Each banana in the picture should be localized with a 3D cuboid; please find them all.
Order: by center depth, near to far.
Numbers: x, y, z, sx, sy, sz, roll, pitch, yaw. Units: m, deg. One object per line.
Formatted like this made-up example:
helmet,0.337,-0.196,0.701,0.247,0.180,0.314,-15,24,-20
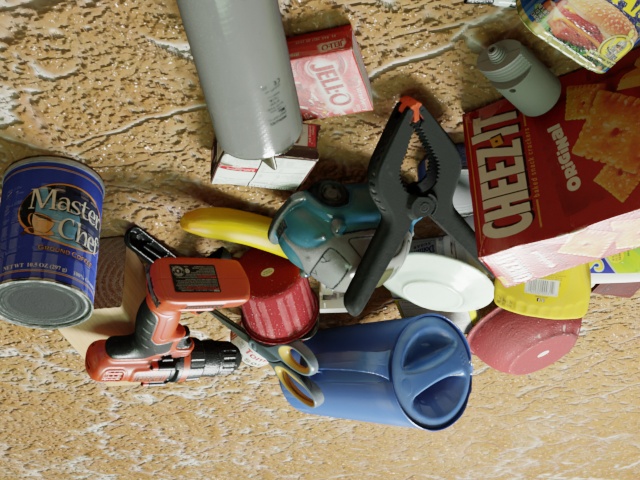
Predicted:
banana,-0.059,-0.003,1.133,0.197,0.070,0.037,19,103,-21

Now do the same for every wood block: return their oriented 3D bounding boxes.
wood block,-0.239,0.088,1.249,0.091,0.090,0.206,-6,149,8

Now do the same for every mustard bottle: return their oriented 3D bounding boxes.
mustard bottle,0.228,-0.019,1.058,0.096,0.058,0.192,8,115,14

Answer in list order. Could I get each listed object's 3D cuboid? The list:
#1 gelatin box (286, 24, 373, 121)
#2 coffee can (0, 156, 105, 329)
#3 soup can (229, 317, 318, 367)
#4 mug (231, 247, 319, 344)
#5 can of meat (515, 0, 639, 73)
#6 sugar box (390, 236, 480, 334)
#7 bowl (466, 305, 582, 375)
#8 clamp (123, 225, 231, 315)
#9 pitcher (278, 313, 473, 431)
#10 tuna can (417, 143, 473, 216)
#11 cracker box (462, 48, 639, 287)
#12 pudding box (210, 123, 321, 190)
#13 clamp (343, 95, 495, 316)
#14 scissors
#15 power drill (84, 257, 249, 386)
gelatin box,0.002,-0.143,0.930,0.073,0.030,0.089,-8,149,11
coffee can,-0.270,0.003,1.054,0.103,0.140,0.103,-1,149,-1
soup can,-0.058,0.108,1.313,0.068,0.068,0.102,19,144,-30
mug,-0.062,0.052,1.210,0.117,0.093,0.081,28,151,30
can of meat,0.213,-0.186,0.820,0.102,0.057,0.084,26,129,-27
sugar box,0.133,0.058,1.260,0.093,0.048,0.176,-6,146,12
bowl,0.260,0.118,1.308,0.162,0.055,0.162,-19,150,-12
clamp,-0.161,0.036,1.212,0.120,0.039,0.171,22,152,4
pitcher,0.050,0.158,1.294,0.243,0.144,0.149,-9,118,51
tuna can,0.140,-0.060,1.072,0.086,0.034,0.086,-1,149,-1
cracker box,0.238,-0.070,0.935,0.214,0.164,0.072,-19,144,25
pudding box,-0.054,-0.080,1.000,0.090,0.039,0.114,4,169,-11
clamp,0.101,-0.035,1.014,0.164,0.036,0.210,-8,114,-20
scissors,-0.066,0.116,1.255,0.016,0.202,0.096,-33,154,-33
power drill,-0.144,0.094,1.153,0.184,0.057,0.188,0,142,-31
